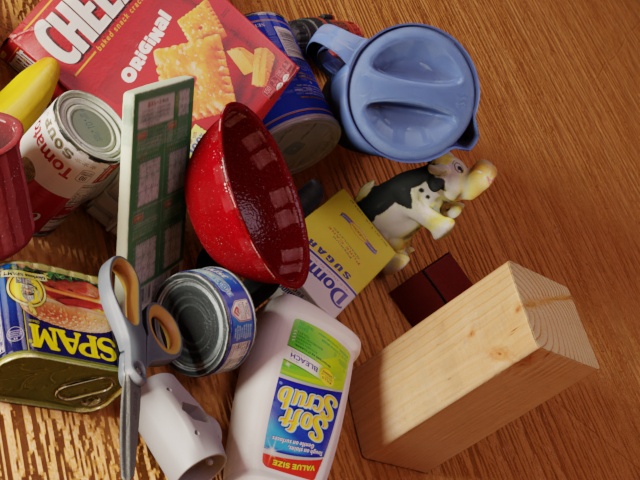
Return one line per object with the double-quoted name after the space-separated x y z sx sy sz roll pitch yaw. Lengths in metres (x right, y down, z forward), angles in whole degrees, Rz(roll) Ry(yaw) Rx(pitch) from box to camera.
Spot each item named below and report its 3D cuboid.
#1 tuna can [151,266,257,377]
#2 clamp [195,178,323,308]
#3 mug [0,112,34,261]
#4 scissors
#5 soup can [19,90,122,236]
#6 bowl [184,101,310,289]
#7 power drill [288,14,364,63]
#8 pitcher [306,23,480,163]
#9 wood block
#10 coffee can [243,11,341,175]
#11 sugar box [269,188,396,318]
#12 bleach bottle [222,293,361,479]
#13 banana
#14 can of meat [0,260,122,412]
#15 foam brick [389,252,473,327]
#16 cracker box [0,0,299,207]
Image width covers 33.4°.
-0.093 0.064 0.843 0.033 0.086 0.086 -7 63 -53 "tuna can"
-0.056 0.001 0.953 0.039 0.120 0.171 75 10 -49 "clamp"
-0.244 -0.027 0.718 0.117 0.093 0.081 -74 164 -57 "mug"
-0.119 0.095 0.739 0.096 0.016 0.202 45 20 -46 "scissors"
-0.201 -0.058 0.816 0.068 0.102 0.068 33 36 -28 "soup can"
-0.066 -0.029 0.877 0.162 0.055 0.162 -19 90 -73 "bowl"
0.036 -0.196 1.310 0.188 0.057 0.184 57 31 9 "power drill"
0.061 -0.154 1.127 0.243 0.145 0.149 -159 -123 -79 "pitcher"
0.129 0.118 0.957 0.090 0.206 0.090 22 41 -38 "wood block"
-0.053 -0.150 1.103 0.102 0.103 0.140 5 54 -50 "coffee can"
0.005 0.020 1.056 0.093 0.048 0.176 50 30 -1 "sugar box"
-0.026 0.162 0.853 0.102 0.068 0.250 36 36 -23 "bleach bottle"
-0.262 -0.086 0.802 0.037 0.070 0.197 25 29 18 "banana"
-0.189 0.066 0.746 0.101 0.058 0.084 18 42 -42 "can of meat"
0.123 0.054 1.165 0.051 0.053 0.078 54 31 5 "foam brick"
-0.146 -0.159 0.947 0.213 0.072 0.164 41 70 -17 "cracker box"
